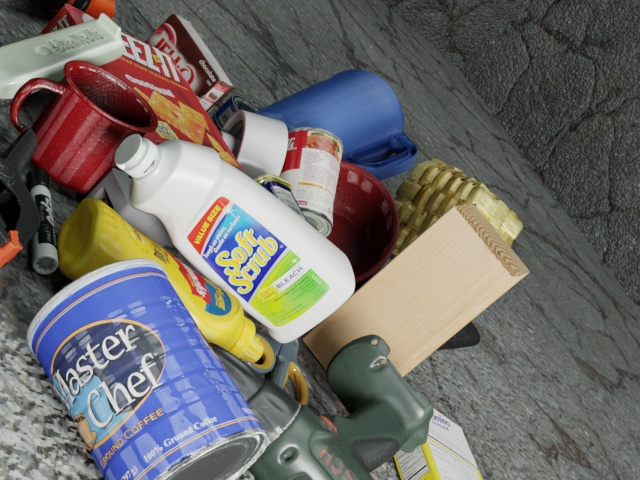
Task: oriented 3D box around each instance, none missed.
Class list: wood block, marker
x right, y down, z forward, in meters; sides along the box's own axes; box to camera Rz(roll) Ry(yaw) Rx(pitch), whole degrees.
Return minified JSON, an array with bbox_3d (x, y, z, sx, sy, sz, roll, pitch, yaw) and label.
[{"bbox_3d":[0.096,0.065,1.070,0.091,0.206,0.090,51,18,13],"label":"wood block"},{"bbox_3d":[-0.218,-0.019,0.832,0.020,0.020,0.121,34,22,-36],"label":"marker"}]

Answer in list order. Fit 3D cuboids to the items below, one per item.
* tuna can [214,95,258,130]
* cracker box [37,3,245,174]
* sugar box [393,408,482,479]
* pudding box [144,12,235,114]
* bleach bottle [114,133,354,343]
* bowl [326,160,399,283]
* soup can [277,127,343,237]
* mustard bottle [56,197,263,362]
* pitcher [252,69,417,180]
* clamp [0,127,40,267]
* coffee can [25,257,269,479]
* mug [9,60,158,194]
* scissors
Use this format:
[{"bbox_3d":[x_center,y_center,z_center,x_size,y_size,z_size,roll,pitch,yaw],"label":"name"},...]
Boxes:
[{"bbox_3d":[-0.094,-0.145,1.367,0.086,0.034,0.086,41,18,-17],"label":"tuna can"},{"bbox_3d":[-0.176,-0.123,1.065,0.164,0.072,0.214,21,31,-54],"label":"cracker box"},{"bbox_3d":[0.118,0.232,1.031,0.093,0.048,0.176,37,16,-28],"label":"sugar box"},{"bbox_3d":[-0.161,-0.186,1.206,0.113,0.090,0.039,54,19,20],"label":"pudding box"},{"bbox_3d":[-0.080,-0.006,0.899,0.250,0.103,0.068,38,23,-41],"label":"bleach bottle"},{"bbox_3d":[0.004,-0.008,1.172,0.162,0.162,0.055,55,-17,24],"label":"bowl"},{"bbox_3d":[-0.015,-0.059,1.128,0.068,0.069,0.102,32,54,-39],"label":"soup can"},{"bbox_3d":[-0.120,0.045,0.856,0.191,0.058,0.096,38,6,-28],"label":"mustard bottle"},{"bbox_3d":[0.003,-0.122,1.311,0.242,0.149,0.145,-31,102,-55],"label":"pitcher"},{"bbox_3d":[-0.244,-0.047,0.802,0.120,0.039,0.171,15,42,-52],"label":"clamp"},{"bbox_3d":[-0.113,0.097,0.690,0.140,0.103,0.102,55,19,22],"label":"coffee can"},{"bbox_3d":[-0.209,-0.098,0.911,0.117,0.082,0.093,22,26,-40],"label":"mug"},{"bbox_3d":[-0.044,0.091,1.005,0.096,0.016,0.202,40,19,-21],"label":"scissors"}]
